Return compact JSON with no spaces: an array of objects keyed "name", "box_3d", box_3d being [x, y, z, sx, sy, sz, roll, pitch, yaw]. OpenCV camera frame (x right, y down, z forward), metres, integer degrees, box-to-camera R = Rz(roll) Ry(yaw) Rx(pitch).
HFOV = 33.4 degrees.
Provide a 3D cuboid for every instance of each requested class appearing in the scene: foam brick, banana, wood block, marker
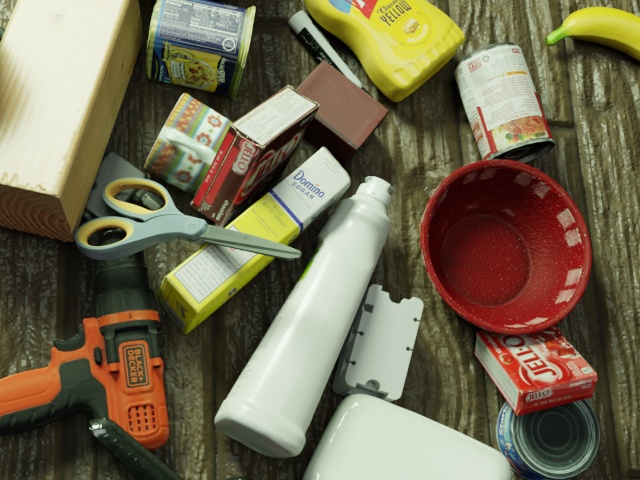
[{"name":"foam brick","box_3d":[0.011,-0.114,0.968,0.078,0.053,0.051,38,69,-1]},{"name":"banana","box_3d":[0.322,-0.186,1.072,0.197,0.037,0.069,24,88,-4]},{"name":"wood block","box_3d":[-0.220,-0.116,0.880,0.091,0.090,0.206,13,66,1]},{"name":"marker","box_3d":[0.014,-0.164,1.001,0.020,0.020,0.121,-37,85,-20]}]

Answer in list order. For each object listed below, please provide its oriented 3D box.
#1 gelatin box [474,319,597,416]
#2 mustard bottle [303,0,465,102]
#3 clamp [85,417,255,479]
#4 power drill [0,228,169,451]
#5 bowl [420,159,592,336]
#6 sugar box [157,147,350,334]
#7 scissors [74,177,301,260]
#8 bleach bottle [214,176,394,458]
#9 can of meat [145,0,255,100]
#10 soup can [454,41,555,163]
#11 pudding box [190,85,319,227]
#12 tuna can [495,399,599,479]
[{"name":"gelatin box","box_3d":[0.186,0.107,0.928,0.073,0.030,0.089,-10,34,-15]},{"name":"mustard bottle","box_3d":[0.040,-0.227,1.005,0.096,0.058,0.191,-42,86,-21]},{"name":"clamp","box_3d":[-0.103,0.238,0.836,0.209,0.036,0.164,17,93,-16]},{"name":"power drill","box_3d":[-0.220,0.087,0.852,0.187,0.057,0.184,-7,75,-15]},{"name":"bowl","box_3d":[0.159,0.011,0.963,0.162,0.055,0.162,4,73,-12]},{"name":"sugar box","box_3d":[-0.056,0.001,0.897,0.176,0.093,0.048,-39,87,-20]},{"name":"scissors","box_3d":[-0.116,0.002,0.835,0.202,0.016,0.096,28,58,38]},{"name":"bleach bottle","box_3d":[0.000,0.054,0.888,0.068,0.103,0.250,30,71,-8]},{"name":"can of meat","box_3d":[-0.106,-0.170,0.933,0.084,0.102,0.057,10,72,-8]},{"name":"soup can","box_3d":[0.171,-0.125,1.000,0.068,0.069,0.102,-12,76,-16]},{"name":"pudding box","box_3d":[-0.054,-0.072,0.898,0.039,0.090,0.113,35,35,4]},{"name":"tuna can","box_3d":[0.200,0.169,0.937,0.086,0.034,0.086,4,73,-12]}]
